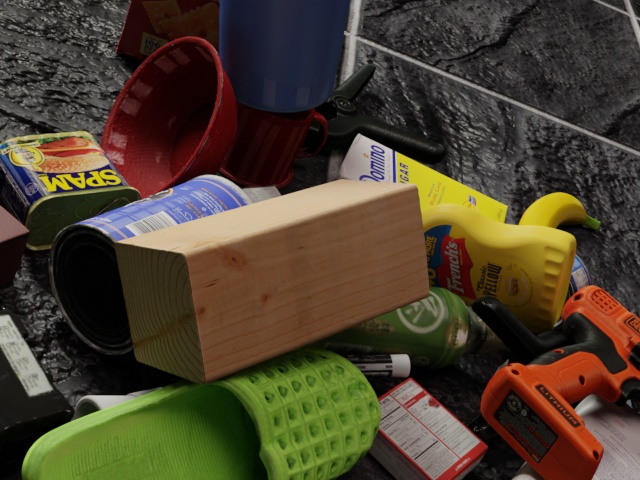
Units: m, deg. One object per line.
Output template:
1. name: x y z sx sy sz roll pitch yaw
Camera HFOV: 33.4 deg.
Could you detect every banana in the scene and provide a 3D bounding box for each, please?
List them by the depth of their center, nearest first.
1. banana: 0.250 -0.012 1.161 0.070 0.037 0.197 38 37 16

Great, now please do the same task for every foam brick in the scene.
1. foam brick: -0.267 0.008 0.792 0.053 0.051 0.078 39 37 18

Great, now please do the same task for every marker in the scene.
1. marker: 0.013 0.102 0.863 0.121 0.020 0.020 0 42 -14

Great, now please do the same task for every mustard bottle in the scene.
1. mustard bottle: 0.133 0.017 0.990 0.192 0.096 0.058 16 32 20

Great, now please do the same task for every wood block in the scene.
1. wood block: -0.028 0.022 0.763 0.205 0.090 0.091 -18 17 -37

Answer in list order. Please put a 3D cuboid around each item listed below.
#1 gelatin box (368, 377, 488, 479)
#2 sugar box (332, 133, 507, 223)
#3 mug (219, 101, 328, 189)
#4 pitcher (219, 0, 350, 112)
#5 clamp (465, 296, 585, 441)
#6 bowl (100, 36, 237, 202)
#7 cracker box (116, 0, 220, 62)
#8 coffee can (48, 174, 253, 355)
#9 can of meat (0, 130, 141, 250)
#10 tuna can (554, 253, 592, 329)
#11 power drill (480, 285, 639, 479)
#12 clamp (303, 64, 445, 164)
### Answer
1. gelatin box: 0.076 0.158 0.845 0.089 0.030 0.073 41 38 21
2. sugar box: 0.099 -0.038 1.090 0.176 0.048 0.093 28 36 -1
3. mug: -0.046 -0.108 1.053 0.117 0.082 0.093 6 41 -27
4. pitcher: -0.037 -0.244 0.937 0.145 0.243 0.149 -1 35 -14
5. clamp: 0.188 0.105 0.930 0.171 0.120 0.039 -2 6 -38
6. bowl: -0.125 -0.096 0.945 0.055 0.162 0.162 27 28 -41
7. cracker box: -0.100 -0.250 1.078 0.164 0.214 0.072 21 51 -11
8. coffee can: -0.123 0.016 0.830 0.103 0.103 0.140 41 38 18
9. can of meat: -0.215 -0.044 0.887 0.101 0.057 0.084 -10 48 -40
10. tuna can: 0.215 0.046 1.026 0.033 0.086 0.086 -21 57 -45
11. power drill: 0.232 0.129 0.848 0.187 0.057 0.185 -21 54 -42
12. clamp: 0.029 -0.130 1.167 0.209 0.036 0.165 -14 52 -40
